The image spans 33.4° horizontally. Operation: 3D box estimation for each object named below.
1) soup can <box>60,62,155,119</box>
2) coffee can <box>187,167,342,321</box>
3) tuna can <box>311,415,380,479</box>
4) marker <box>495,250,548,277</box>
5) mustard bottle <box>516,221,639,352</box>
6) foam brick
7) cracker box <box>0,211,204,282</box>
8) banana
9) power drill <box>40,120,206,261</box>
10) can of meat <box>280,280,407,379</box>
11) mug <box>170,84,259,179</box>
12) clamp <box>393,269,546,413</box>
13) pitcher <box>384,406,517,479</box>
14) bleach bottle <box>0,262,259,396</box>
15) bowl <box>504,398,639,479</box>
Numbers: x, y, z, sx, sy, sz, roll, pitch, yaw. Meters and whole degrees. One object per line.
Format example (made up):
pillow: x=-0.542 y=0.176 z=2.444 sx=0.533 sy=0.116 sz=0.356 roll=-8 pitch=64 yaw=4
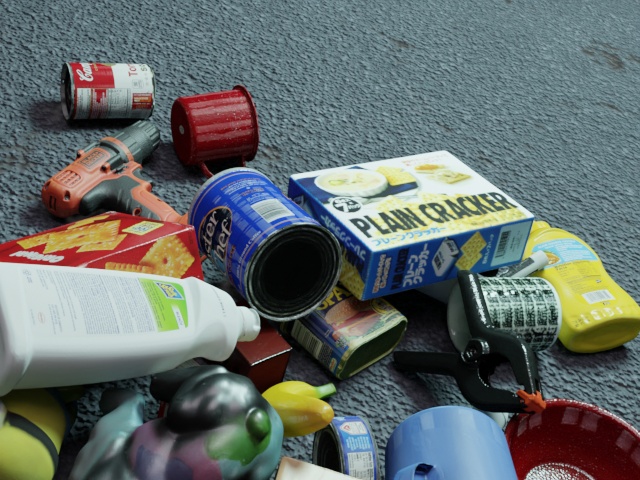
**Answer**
soup can: x=-0.257 y=-0.180 z=1.289 sx=0.102 sy=0.069 sz=0.068 roll=-3 pitch=42 yaw=-24
coffee can: x=-0.057 y=0.001 z=1.041 sx=0.102 sy=0.103 sz=0.140 roll=-8 pitch=29 yaw=-28
tuna can: x=0.020 y=0.193 z=0.910 sx=0.033 sy=0.086 sz=0.086 roll=0 pitch=41 yaw=-18
marker: x=0.197 y=0.048 z=1.170 sx=0.121 sy=0.020 sz=0.020 roll=-29 pitch=52 yaw=-12
mustard bottle: x=0.278 y=0.041 z=1.212 sx=0.096 sy=0.058 sz=0.192 roll=-10 pitch=44 yaw=-18
foam brick: x=-0.073 y=0.104 z=1.015 sx=0.051 sy=0.053 sz=0.078 roll=-19 pitch=49 yaw=-36
cracker box: x=-0.240 y=0.035 z=0.969 sx=0.213 sy=0.072 sz=0.164 roll=-19 pitch=18 yaw=-37
banana: x=-0.023 y=0.143 z=0.931 sx=0.069 sy=0.198 sz=0.037 roll=-23 pitch=90 yaw=1
power drill: x=-0.181 y=-0.054 z=1.171 sx=0.188 sy=0.057 sz=0.184 roll=26 pitch=42 yaw=17
can of meat: x=0.025 y=0.084 z=1.072 sx=0.101 sy=0.057 sz=0.084 roll=-25 pitch=56 yaw=-41
mug: x=-0.124 y=-0.122 z=1.259 sx=0.081 sy=0.093 sz=0.117 roll=-11 pitch=82 yaw=-24
clamp: x=0.144 y=0.117 z=1.027 sx=0.039 sy=0.120 sz=0.172 roll=28 pitch=18 yaw=-40
pitcher: x=0.106 y=0.242 z=0.838 sx=0.145 sy=0.149 sz=0.243 roll=11 pitch=35 yaw=-8
bleach bottle: x=-0.155 y=0.073 z=0.873 sx=0.250 sy=0.068 sz=0.102 roll=6 pitch=49 yaw=-40
bowl: x=0.236 y=0.222 z=0.975 sx=0.162 sy=0.055 sz=0.162 roll=10 pitch=38 yaw=-8
